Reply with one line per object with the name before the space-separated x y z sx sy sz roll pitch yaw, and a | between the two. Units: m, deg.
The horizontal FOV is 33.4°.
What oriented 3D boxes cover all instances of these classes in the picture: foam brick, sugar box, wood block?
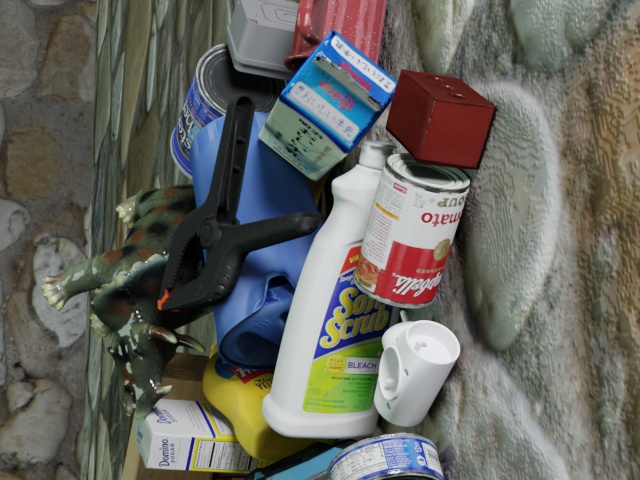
foam brick | 0.090 -0.092 0.809 0.078 0.053 0.051 -123 42 -60
sugar box | -0.098 0.202 1.094 0.093 0.176 0.048 -139 56 -68
wood block | -0.170 0.240 1.222 0.091 0.090 0.206 -137 57 -70

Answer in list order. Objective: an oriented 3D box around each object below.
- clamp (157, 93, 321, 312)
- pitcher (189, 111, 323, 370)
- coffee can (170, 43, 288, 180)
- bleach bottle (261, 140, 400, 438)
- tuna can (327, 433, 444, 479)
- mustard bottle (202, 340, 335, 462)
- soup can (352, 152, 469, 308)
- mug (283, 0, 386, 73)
clamp | -0.089 -0.017 0.961 0.210 0.036 0.164 -46 51 33
pitcher | -0.057 0.001 1.059 0.149 0.144 0.243 -40 51 34
coffee can | -0.104 -0.137 1.189 0.140 0.102 0.103 124 146 -57
bleach bottle | 0.020 0.040 0.902 0.068 0.102 0.251 -142 59 -64
tuna can | 0.050 0.181 0.805 0.086 0.086 0.034 115 152 -45
mustard bottle | -0.066 0.151 1.084 0.192 0.096 0.058 39 127 53
soup can | 0.070 -0.008 0.824 0.068 0.068 0.102 -118 38 -58
mug | 0.011 -0.199 0.988 0.093 0.117 0.081 5 84 30
